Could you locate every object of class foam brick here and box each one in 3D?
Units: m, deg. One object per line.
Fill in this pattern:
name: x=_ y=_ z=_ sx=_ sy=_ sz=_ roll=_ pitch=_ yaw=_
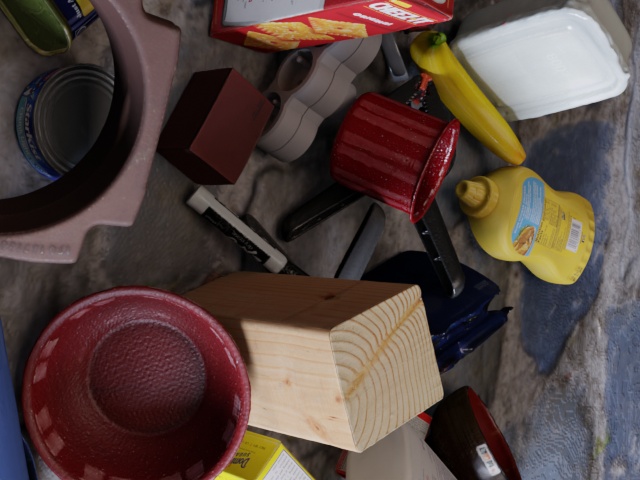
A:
foam brick: x=-0.083 y=-0.088 z=0.837 sx=0.053 sy=0.051 sz=0.078 roll=40 pitch=66 yaw=-36

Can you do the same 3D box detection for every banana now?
banana: x=0.135 y=-0.141 z=1.022 sx=0.037 sy=0.070 sz=0.197 roll=-40 pitch=133 yaw=8

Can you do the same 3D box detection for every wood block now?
wood block: x=-0.022 y=0.082 z=0.793 sx=0.090 sy=0.207 sz=0.090 roll=-24 pitch=107 yaw=-38

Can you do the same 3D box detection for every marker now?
marker: x=-0.056 y=0.001 z=0.856 sx=0.121 sy=0.020 sz=0.020 roll=40 pitch=63 yaw=-10

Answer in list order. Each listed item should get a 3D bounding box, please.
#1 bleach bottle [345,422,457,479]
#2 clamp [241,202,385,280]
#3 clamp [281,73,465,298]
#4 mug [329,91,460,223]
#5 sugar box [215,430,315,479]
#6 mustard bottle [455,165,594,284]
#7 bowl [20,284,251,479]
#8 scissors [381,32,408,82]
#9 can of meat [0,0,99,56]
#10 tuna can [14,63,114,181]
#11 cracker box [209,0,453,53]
bleach bottle: x=0.118 y=0.267 z=0.956 sx=0.250 sy=0.068 sz=0.102 roll=49 pitch=25 yaw=-30
clamp: x=-0.009 y=0.047 z=0.899 sx=0.039 sy=0.120 sz=0.171 roll=-59 pitch=153 yaw=-69
clamp: x=0.077 y=-0.054 z=0.952 sx=0.164 sy=0.036 sz=0.210 roll=25 pitch=64 yaw=-1
mug: x=0.065 y=-0.079 z=0.894 sx=0.117 sy=0.081 sz=0.093 roll=-49 pitch=158 yaw=-48
sugar box: x=-0.024 y=0.223 z=0.873 sx=0.048 sy=0.094 sz=0.176 roll=-51 pitch=122 yaw=-26
mustard bottle: x=0.204 y=-0.023 z=1.090 sx=0.191 sy=0.058 sz=0.096 roll=21 pitch=80 yaw=-40
bowl: x=-0.129 y=0.107 z=0.770 sx=0.162 sy=0.055 sz=0.162 roll=0 pitch=99 yaw=-1
scissors: x=0.038 y=-0.225 z=0.930 sx=0.016 sy=0.096 sz=0.201 roll=-22 pitch=114 yaw=6
can of meat: x=-0.185 y=-0.194 z=0.740 sx=0.083 sy=0.058 sz=0.102 roll=-50 pitch=122 yaw=-30
tuna can: x=-0.175 y=-0.083 z=0.768 sx=0.085 sy=0.034 sz=0.086 roll=-2 pitch=93 yaw=-42
cracker box: x=0.011 y=-0.238 z=0.806 sx=0.071 sy=0.214 sz=0.164 roll=9 pitch=85 yaw=-41
